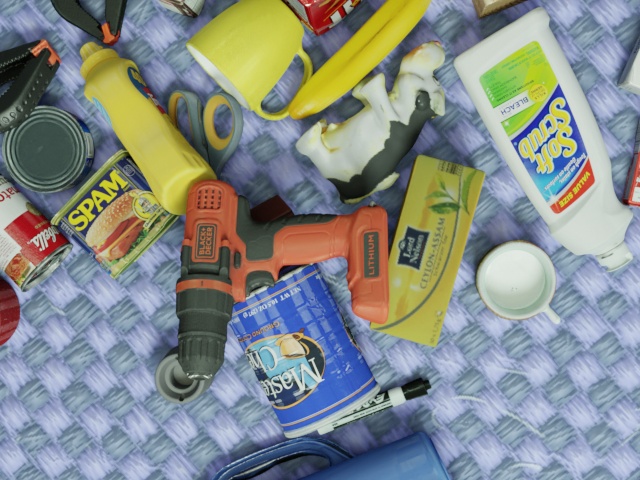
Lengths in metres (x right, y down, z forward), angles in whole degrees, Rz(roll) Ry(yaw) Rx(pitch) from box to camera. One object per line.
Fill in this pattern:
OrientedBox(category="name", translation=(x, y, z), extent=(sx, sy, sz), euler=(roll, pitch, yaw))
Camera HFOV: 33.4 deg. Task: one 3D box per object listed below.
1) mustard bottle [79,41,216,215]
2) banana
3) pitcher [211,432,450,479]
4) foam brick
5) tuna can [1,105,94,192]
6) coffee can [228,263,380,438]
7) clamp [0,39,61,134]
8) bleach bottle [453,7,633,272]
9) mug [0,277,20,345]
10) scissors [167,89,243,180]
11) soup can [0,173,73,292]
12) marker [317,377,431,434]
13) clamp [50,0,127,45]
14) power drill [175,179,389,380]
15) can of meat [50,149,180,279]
OrientedBox(category="mustard bottle", translation=(-0.174, -0.116, 1.020), extent=(0.058, 0.096, 0.192), euler=(-37, 73, 0))
OrientedBox(category="banana", translation=(0.046, -0.186, 1.014), extent=(0.037, 0.070, 0.198), euler=(44, 88, -8))
OrientedBox(category="pitcher", translation=(0.010, 0.270, 1.024), extent=(0.243, 0.145, 0.149), euler=(-25, 104, 1))
OrientedBox(category="foam brick", translation=(-0.057, 0.001, 1.033), extent=(0.078, 0.053, 0.051), euler=(-30, 115, -4))
OrientedBox(category="tuna can", translation=(-0.270, -0.090, 1.063), extent=(0.086, 0.033, 0.086), euler=(0, 93, 4))
OrientedBox(category="coffee can", translation=(-0.019, 0.103, 1.022), extent=(0.103, 0.103, 0.140), euler=(-27, 91, 4))
OrientedBox(category="clamp", translation=(-0.350, -0.127, 1.048), extent=(0.210, 0.036, 0.165), euler=(-45, 56, -9))
OrientedBox(category="bleach bottle", translation=(0.229, -0.088, 1.016), extent=(0.103, 0.068, 0.251), euler=(-30, 92, 17))
OrientedBox(category="mug", translation=(-0.359, 0.074, 1.052), extent=(0.117, 0.081, 0.093), euler=(1, 93, 3))
OrientedBox(category="scissors", translation=(-0.096, -0.057, 1.045), extent=(0.096, 0.016, 0.202), euler=(-19, 91, 36))
OrientedBox(category="soup can", translation=(-0.304, -0.008, 1.052), extent=(0.102, 0.068, 0.068), euler=(45, 94, 1))
OrientedBox(category="marker", translation=(0.053, 0.164, 1.062), extent=(0.121, 0.020, 0.020), euler=(-21, 91, 4))
OrientedBox(category="clamp", translation=(-0.231, -0.279, 1.050), extent=(0.120, 0.039, 0.171), euler=(-31, 97, 9))
OrientedBox(category="power drill", translation=(-0.034, 0.034, 0.940), extent=(0.187, 0.057, 0.184), euler=(1, 70, 0))
OrientedBox(category="can of meat", translation=(-0.198, -0.025, 1.051), extent=(0.084, 0.057, 0.102), euler=(45, 94, -2))
